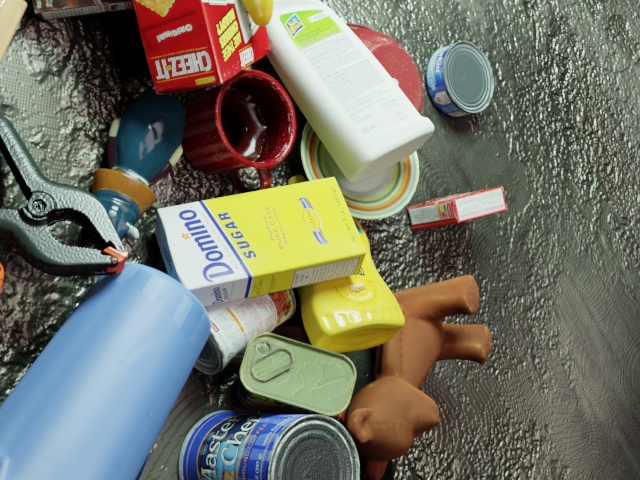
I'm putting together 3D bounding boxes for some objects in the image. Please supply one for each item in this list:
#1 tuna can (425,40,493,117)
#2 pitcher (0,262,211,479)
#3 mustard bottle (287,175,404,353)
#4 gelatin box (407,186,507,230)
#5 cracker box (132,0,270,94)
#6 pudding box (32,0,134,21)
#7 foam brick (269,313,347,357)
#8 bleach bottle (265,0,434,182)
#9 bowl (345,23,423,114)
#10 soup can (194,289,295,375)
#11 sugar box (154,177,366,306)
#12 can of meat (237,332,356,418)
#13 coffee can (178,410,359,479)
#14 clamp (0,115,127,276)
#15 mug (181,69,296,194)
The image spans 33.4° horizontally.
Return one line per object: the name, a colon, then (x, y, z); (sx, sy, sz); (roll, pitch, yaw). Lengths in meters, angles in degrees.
tuna can: (0.164, -0.190, 1.264); (0.085, 0.034, 0.086); (6, 81, -39)
pitcher: (-0.187, 0.146, 0.878); (0.145, 0.149, 0.242); (35, 58, -9)
mustard bottle: (0.007, 0.016, 1.057); (0.096, 0.058, 0.192); (-6, 58, -29)
gelatin box: (0.156, -0.037, 1.210); (0.089, 0.073, 0.030); (-15, 94, -40)
cracker box: (-0.119, -0.253, 0.949); (0.164, 0.072, 0.214); (-56, 136, -66)
pudding box: (-0.211, -0.254, 0.932); (0.090, 0.039, 0.113); (-9, 92, -6)
foam brick: (-0.009, 0.114, 1.068); (0.052, 0.051, 0.078); (-20, 97, -40)
bleach bottle: (0.003, -0.184, 1.070); (0.102, 0.068, 0.251); (-27, 79, -32)
bowl: (0.061, -0.163, 1.161); (0.161, 0.055, 0.162); (7, 80, -39)
soup can: (-0.082, 0.072, 1.003); (0.102, 0.069, 0.068); (-37, 107, -36)
sugar box: (-0.056, 0.001, 0.987); (0.176, 0.048, 0.093); (-11, 59, -21)
can of meat: (-0.025, 0.131, 0.983); (0.102, 0.084, 0.057); (17, 69, -3)
coffee can: (-0.048, 0.207, 0.965); (0.102, 0.141, 0.103); (6, 81, -39)
clamp: (-0.241, -0.016, 0.868); (0.171, 0.039, 0.120); (37, 68, 5)
mug: (-0.080, -0.097, 1.017); (0.093, 0.082, 0.117); (-27, 101, -39)
